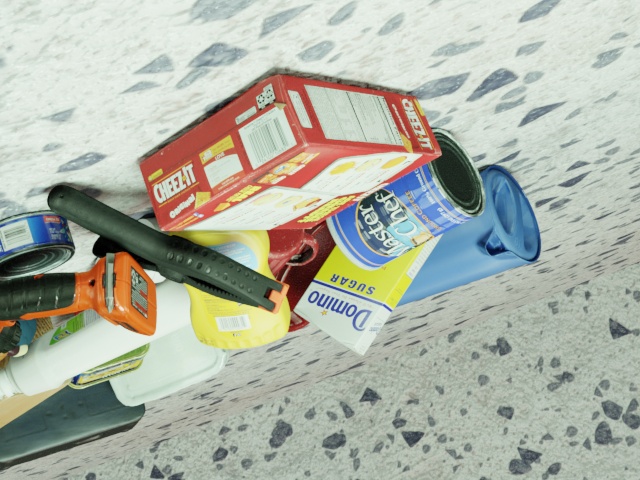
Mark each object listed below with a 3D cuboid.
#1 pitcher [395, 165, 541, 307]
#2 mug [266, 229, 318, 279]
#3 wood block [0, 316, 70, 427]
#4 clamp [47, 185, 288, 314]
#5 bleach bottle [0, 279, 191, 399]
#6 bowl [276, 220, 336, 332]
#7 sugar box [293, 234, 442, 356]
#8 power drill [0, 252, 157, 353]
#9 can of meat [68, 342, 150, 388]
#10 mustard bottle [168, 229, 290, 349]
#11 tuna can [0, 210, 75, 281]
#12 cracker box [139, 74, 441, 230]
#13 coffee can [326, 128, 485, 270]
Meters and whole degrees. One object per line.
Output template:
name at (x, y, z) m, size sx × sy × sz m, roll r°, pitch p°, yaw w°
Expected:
pitcher at (0.160, 0.002, 1.411) m, size 0.243 × 0.145 × 0.149 m, roll -25°, pitch 155°, yaw 32°
mug at (-0.057, 0.001, 1.101) m, size 0.117 × 0.093 × 0.082 m, roll 16°, pitch 147°, yaw -21°
wood block at (-0.401, 0.173, 1.293) m, size 0.090 × 0.090 × 0.207 m, roll -8°, pitch 162°, yaw -47°
clamp at (-0.130, 0.017, 0.944) m, size 0.210 × 0.036 × 0.164 m, roll 22°, pitch 167°, yaw 1°
bleach bottle at (-0.243, 0.101, 1.175) m, size 0.250 × 0.068 × 0.102 m, roll -27°, pitch -166°, yaw -4°
bowl at (-0.022, 0.027, 1.261) m, size 0.161 × 0.055 × 0.162 m, roll -42°, pitch 151°, yaw -30°
sugar box at (0.056, 0.034, 1.233) m, size 0.176 × 0.093 × 0.048 m, roll -56°, pitch 155°, yaw -5°
power drill at (-0.242, 0.060, 0.932) m, size 0.187 × 0.057 × 0.184 m, roll -6°, pitch 163°, yaw 4°
can of meat at (-0.260, 0.135, 1.289) m, size 0.102 × 0.057 × 0.084 m, roll -16°, pitch 168°, yaw -22°
mustard bottle at (-0.094, 0.017, 1.017) m, size 0.096 × 0.058 × 0.191 m, roll -5°, pitch 128°, yaw 12°
tuna can at (-0.262, 0.006, 0.946) m, size 0.086 × 0.034 × 0.086 m, roll -20°, pitch 167°, yaw -5°
cracker box at (-0.022, -0.071, 0.921) m, size 0.164 × 0.072 × 0.213 m, roll -28°, pitch 166°, yaw 32°
coffee can at (0.089, -0.042, 1.138) m, size 0.141 × 0.103 × 0.102 m, roll -29°, pitch 165°, yaw 33°
